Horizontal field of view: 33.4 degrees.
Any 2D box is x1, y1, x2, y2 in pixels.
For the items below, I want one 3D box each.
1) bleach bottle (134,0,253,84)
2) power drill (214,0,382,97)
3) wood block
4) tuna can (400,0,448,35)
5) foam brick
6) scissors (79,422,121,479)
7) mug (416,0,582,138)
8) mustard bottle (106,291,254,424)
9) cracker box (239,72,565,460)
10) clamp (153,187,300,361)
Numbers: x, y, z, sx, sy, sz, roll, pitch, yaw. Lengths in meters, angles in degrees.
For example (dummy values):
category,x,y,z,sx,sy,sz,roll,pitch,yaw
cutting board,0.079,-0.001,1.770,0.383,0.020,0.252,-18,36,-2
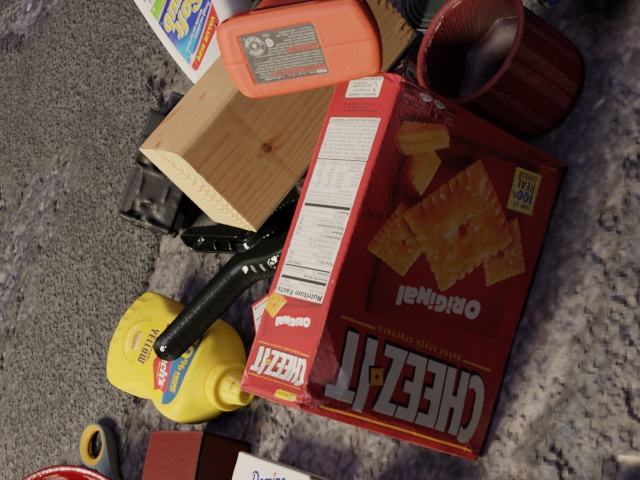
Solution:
category,x,y,z,sx,sy,sz,roll,pitch,yaw
bleach bottle,-0.097,-0.201,0.972,0.103,0.068,0.251,-51,49,19
power drill,0.020,-0.170,0.712,0.185,0.057,0.187,-9,33,22
wood block,-0.032,-0.117,0.842,0.206,0.090,0.090,-51,26,-13
tuna can,0.106,-0.200,0.851,0.086,0.033,0.086,-25,54,41
foam brick,-0.106,0.189,0.895,0.078,0.052,0.051,-11,64,47
scissors,-0.189,0.219,1.008,0.202,0.016,0.096,-12,64,46
mug,0.121,-0.113,0.752,0.117,0.081,0.093,-51,41,20
mustard bottle,-0.117,0.110,0.943,0.192,0.058,0.096,16,78,51
cracker box,0.060,0.020,0.694,0.072,0.164,0.213,8,78,53
clamp,-0.056,0.001,0.921,0.210,0.036,0.164,-33,31,18
